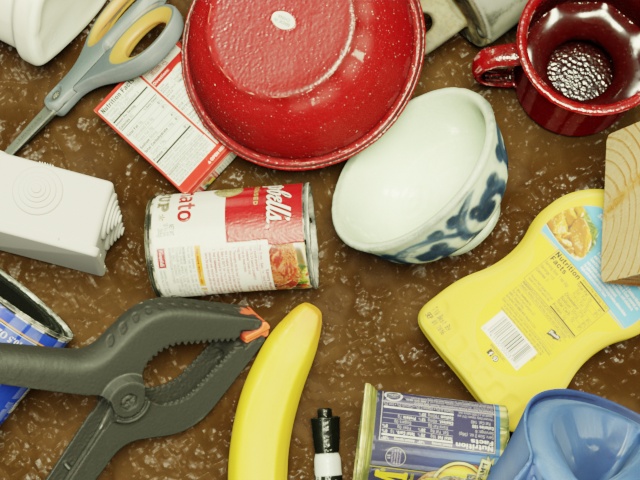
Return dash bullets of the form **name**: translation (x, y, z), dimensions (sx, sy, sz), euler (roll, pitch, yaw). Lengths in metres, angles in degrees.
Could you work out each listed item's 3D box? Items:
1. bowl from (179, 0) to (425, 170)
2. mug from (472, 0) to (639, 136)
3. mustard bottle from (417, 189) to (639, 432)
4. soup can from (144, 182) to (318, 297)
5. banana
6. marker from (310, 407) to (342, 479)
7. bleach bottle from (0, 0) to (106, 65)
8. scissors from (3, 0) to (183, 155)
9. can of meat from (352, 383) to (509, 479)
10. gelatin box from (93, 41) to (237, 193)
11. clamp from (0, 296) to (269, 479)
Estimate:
- **bowl**: translation (-0.018, -0.126, 0.657), dimensions (0.162, 0.055, 0.162), euler (-1, 85, 13)
- **mug**: translation (0.154, -0.112, 0.671), dimensions (0.117, 0.081, 0.093), euler (-7, 81, 3)
- **mustard bottle**: translation (0.161, 0.025, 0.662), dimensions (0.191, 0.058, 0.096), euler (-39, 82, -2)
- **soup can**: translation (-0.054, 0.001, 0.678), dimensions (0.102, 0.068, 0.068), euler (-4, 81, 4)
- **banana**: translation (-0.026, 0.140, 0.668), dimensions (0.070, 0.037, 0.198), euler (-7, 80, 14)
- **marker**: translation (0.006, 0.167, 0.673), dimensions (0.020, 0.020, 0.121), euler (-4, 81, 4)
- **bleach bottle**: translation (-0.271, -0.210, 0.719), dimensions (0.251, 0.068, 0.102), euler (25, 51, 9)
- **scissors**: translation (-0.159, -0.094, 0.705), dimensions (0.096, 0.016, 0.201), euler (29, 82, 48)
- **can of meat**: translation (0.062, 0.135, 0.634), dimensions (0.084, 0.102, 0.057), euler (6, 47, 2)
- **gelatin box**: translation (-0.094, -0.082, 0.713), dimensions (0.089, 0.030, 0.073), euler (42, 88, 9)
- **clamp**: translation (-0.130, 0.085, 0.646), dimensions (0.209, 0.036, 0.164), euler (-31, 125, -17)
